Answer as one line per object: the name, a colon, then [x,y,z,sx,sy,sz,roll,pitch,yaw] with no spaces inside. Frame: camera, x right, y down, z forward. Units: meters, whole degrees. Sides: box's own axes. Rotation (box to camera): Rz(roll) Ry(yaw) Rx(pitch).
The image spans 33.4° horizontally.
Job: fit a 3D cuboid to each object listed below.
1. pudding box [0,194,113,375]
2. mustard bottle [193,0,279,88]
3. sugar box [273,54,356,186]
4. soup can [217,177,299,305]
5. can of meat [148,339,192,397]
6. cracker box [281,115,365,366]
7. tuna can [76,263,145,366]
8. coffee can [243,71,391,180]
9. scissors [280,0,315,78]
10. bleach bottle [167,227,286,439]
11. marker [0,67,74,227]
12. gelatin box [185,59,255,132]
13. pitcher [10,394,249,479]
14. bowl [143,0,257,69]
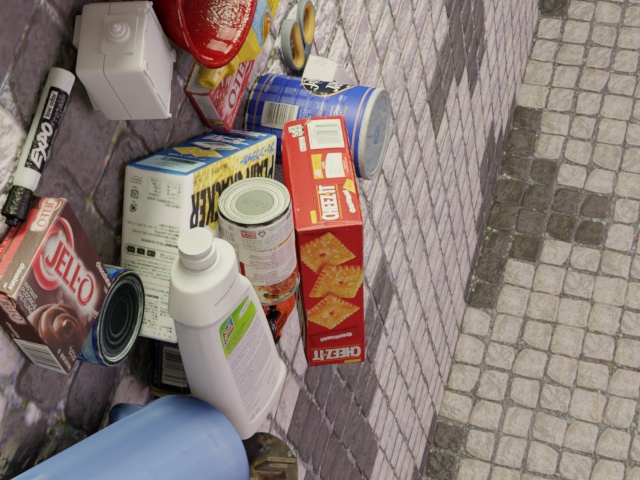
pudding box: [-0.204,0.034,0.804,0.113,0.039,0.090,77,28,-53]
mustard bottle: [-0.074,-0.225,0.989,0.096,0.058,0.191,59,44,-60]
sugar box: [-0.011,-0.127,1.299,0.176,0.048,0.093,-69,162,-3]
soup can: [-0.056,0.001,0.985,0.068,0.068,0.102,-63,157,-43]
can of meat: [-0.128,0.102,1.070,0.102,0.057,0.084,-35,132,-66]
cracker box: [0.003,0.003,1.116,0.214,0.072,0.164,88,-4,-46]
tuna can: [-0.182,0.063,0.905,0.086,0.034,0.086,11,90,-73]
coffee can: [-0.002,-0.128,1.194,0.102,0.140,0.103,11,90,-73]
scissors: [-0.016,-0.215,1.313,0.201,0.016,0.096,68,36,-61]
bleach bottle: [-0.086,0.074,0.951,0.251,0.068,0.102,83,28,-50]
marker: [-0.205,-0.067,0.773,0.020,0.020,0.121,52,51,-68]
gelatin box: [-0.097,-0.164,1.052,0.073,0.030,0.089,65,40,-63]
pitcher: [-0.162,0.224,0.871,0.242,0.149,0.145,-15,100,-65]
bowl: [-0.103,-0.223,0.871,0.162,0.055,0.162,10,90,-71]
